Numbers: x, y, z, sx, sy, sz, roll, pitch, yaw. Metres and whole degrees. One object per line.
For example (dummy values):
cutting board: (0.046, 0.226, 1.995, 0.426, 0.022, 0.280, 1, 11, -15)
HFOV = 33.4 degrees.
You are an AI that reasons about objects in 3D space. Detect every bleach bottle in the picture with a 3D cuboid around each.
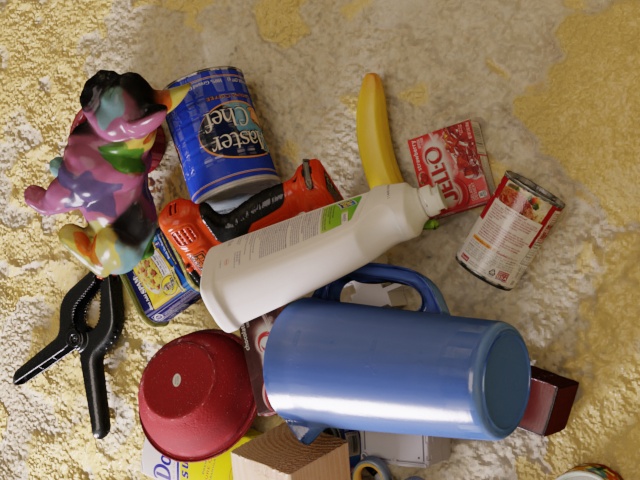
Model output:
bleach bottle: (0.006, 0.005, 1.068, 0.251, 0.102, 0.068, -22, 119, 14)

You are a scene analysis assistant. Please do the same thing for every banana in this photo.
banana: (0.074, -0.082, 1.136, 0.070, 0.037, 0.198, -40, 62, 39)

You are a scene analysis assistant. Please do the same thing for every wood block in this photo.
wood block: (-0.025, 0.308, 1.120, 0.090, 0.090, 0.206, 10, 112, 41)

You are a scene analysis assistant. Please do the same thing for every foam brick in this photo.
foam brick: (0.212, 0.155, 1.041, 0.053, 0.078, 0.051, 17, 95, 27)

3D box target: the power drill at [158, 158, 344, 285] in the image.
power drill: (-0.058, 0.001, 1.165, 0.188, 0.184, 0.057, -23, 43, 11)

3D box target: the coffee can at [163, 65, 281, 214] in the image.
coffee can: (-0.114, -0.111, 1.208, 0.103, 0.102, 0.140, -25, 77, 26)

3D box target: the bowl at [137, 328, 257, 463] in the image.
bowl: (-0.149, 0.168, 1.216, 0.162, 0.055, 0.162, -10, 62, 19)

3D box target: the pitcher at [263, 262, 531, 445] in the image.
pitcher: (0.075, 0.115, 1.030, 0.243, 0.144, 0.149, 0, 117, 39)

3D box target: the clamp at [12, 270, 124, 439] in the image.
clamp: (-0.308, 0.125, 1.346, 0.165, 0.036, 0.210, 17, 95, 27)

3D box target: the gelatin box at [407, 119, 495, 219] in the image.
gelatin box: (0.137, -0.073, 1.112, 0.073, 0.030, 0.089, -17, 81, 27)

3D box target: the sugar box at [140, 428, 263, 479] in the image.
sugar box: (-0.125, 0.253, 1.240, 0.176, 0.048, 0.093, 14, 96, 27)

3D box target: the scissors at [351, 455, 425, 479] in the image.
scissors: (0.046, 0.302, 1.129, 0.096, 0.016, 0.202, 43, 125, 13)

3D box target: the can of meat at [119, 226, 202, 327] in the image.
can of meat: (-0.184, 0.039, 1.270, 0.084, 0.057, 0.102, -35, 73, 22)

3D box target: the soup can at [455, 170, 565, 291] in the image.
soup can: (0.188, -0.009, 1.063, 0.069, 0.068, 0.102, 36, 106, 24)

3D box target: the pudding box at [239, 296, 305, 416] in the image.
pudding box: (-0.036, 0.130, 1.185, 0.090, 0.039, 0.113, -21, 70, 19)

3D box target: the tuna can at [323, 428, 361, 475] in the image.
tuna can: (0.004, 0.222, 1.165, 0.086, 0.033, 0.086, -1, 89, 43)
